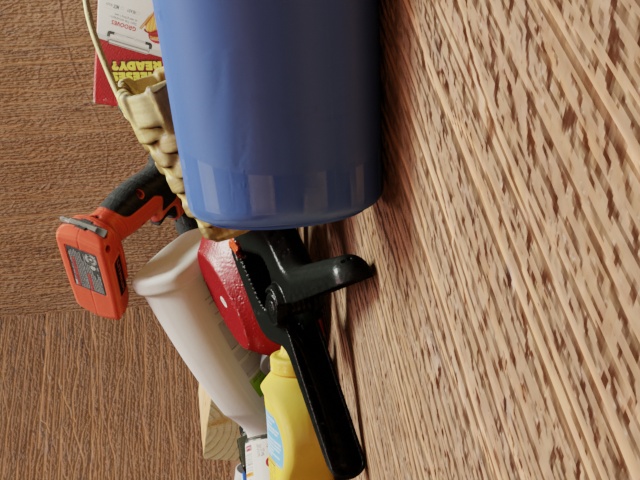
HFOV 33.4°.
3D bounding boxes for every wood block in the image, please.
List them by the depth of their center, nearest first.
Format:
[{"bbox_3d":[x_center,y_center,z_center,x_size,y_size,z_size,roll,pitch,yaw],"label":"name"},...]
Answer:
[{"bbox_3d":[-0.097,0.185,1.296,0.206,0.090,0.090,-123,40,-76],"label":"wood block"}]

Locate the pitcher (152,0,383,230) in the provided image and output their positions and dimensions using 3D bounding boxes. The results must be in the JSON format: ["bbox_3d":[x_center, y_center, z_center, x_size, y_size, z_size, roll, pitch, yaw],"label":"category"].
[{"bbox_3d":[-0.032,-0.135,0.571,0.149,0.145,0.243,-29,-63,-62],"label":"pitcher"}]

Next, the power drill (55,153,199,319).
[{"bbox_3d":[-0.163,-0.015,1.009,0.187,0.057,0.184,-55,-29,-39],"label":"power drill"}]

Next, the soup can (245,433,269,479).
[{"bbox_3d":[-0.030,0.224,0.939,0.068,0.068,0.102,108,158,-71],"label":"soup can"}]

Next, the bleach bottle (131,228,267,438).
[{"bbox_3d":[-0.078,0.116,1.000,0.102,0.068,0.251,-46,-60,-45],"label":"bleach bottle"}]

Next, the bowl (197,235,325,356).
[{"bbox_3d":[-0.058,0.038,0.889,0.162,0.055,0.162,56,164,25],"label":"bowl"}]

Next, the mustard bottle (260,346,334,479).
[{"bbox_3d":[-0.016,0.162,0.836,0.096,0.058,0.192,-126,33,-78],"label":"mustard bottle"}]

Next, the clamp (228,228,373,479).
[{"bbox_3d":[-0.015,0.037,0.730,0.210,0.036,0.165,-125,32,-47],"label":"clamp"}]

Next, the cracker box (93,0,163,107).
[{"bbox_3d":[-0.140,-0.238,1.084,0.072,0.164,0.214,-71,-11,-66],"label":"cracker box"}]
